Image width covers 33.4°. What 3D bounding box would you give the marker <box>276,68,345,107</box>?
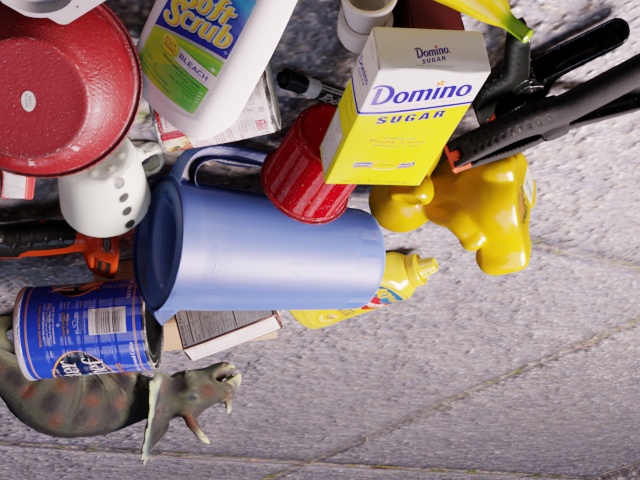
[{"bbox_3d":[0.009,-0.132,0.968,0.120,0.020,0.020,13,148,-39],"label":"marker"}]

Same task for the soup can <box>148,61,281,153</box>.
[{"bbox_3d":[-0.090,-0.117,0.911,0.102,0.068,0.068,-10,155,4],"label":"soup can"}]

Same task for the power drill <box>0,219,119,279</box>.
[{"bbox_3d":[-0.310,0.012,1.130,0.187,0.057,0.185,-2,163,-15],"label":"power drill"}]

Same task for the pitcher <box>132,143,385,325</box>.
[{"bbox_3d":[-0.057,0.001,1.082,0.242,0.145,0.149,5,150,-29],"label":"pitcher"}]

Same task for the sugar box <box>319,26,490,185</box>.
[{"bbox_3d":[0.065,-0.105,0.883,0.093,0.048,0.176,-1,156,-14],"label":"sugar box"}]

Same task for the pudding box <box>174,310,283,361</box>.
[{"bbox_3d":[-0.107,0.072,1.187,0.113,0.090,0.039,-21,150,4],"label":"pudding box"}]

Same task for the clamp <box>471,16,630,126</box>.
[{"bbox_3d":[0.195,-0.152,0.960,0.120,0.039,0.172,-2,162,-15],"label":"clamp"}]

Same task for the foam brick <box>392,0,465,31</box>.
[{"bbox_3d":[0.079,-0.162,0.885,0.051,0.053,0.078,3,154,-23],"label":"foam brick"}]

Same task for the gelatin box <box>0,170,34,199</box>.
[{"bbox_3d":[-0.253,-0.090,0.893,0.030,0.089,0.073,1,153,-17],"label":"gelatin box"}]

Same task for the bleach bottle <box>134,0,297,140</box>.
[{"bbox_3d":[-0.066,-0.184,0.763,0.068,0.102,0.251,-39,169,-39],"label":"bleach bottle"}]

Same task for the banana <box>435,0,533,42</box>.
[{"bbox_3d":[0.075,-0.199,0.791,0.197,0.070,0.037,11,114,-32],"label":"banana"}]

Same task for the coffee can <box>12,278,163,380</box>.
[{"bbox_3d":[-0.249,0.095,1.157,0.140,0.103,0.103,-5,155,3],"label":"coffee can"}]

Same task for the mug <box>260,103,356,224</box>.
[{"bbox_3d":[0.011,-0.075,1.012,0.117,0.093,0.082,-1,150,-27],"label":"mug"}]

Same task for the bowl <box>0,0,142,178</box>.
[{"bbox_3d":[-0.215,-0.112,0.791,0.162,0.055,0.162,-2,115,-4],"label":"bowl"}]

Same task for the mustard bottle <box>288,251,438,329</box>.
[{"bbox_3d":[0.058,0.057,1.345,0.192,0.058,0.096,-19,151,22],"label":"mustard bottle"}]

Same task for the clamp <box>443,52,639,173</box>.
[{"bbox_3d":[0.216,-0.115,0.974,0.210,0.036,0.164,-20,171,3],"label":"clamp"}]
